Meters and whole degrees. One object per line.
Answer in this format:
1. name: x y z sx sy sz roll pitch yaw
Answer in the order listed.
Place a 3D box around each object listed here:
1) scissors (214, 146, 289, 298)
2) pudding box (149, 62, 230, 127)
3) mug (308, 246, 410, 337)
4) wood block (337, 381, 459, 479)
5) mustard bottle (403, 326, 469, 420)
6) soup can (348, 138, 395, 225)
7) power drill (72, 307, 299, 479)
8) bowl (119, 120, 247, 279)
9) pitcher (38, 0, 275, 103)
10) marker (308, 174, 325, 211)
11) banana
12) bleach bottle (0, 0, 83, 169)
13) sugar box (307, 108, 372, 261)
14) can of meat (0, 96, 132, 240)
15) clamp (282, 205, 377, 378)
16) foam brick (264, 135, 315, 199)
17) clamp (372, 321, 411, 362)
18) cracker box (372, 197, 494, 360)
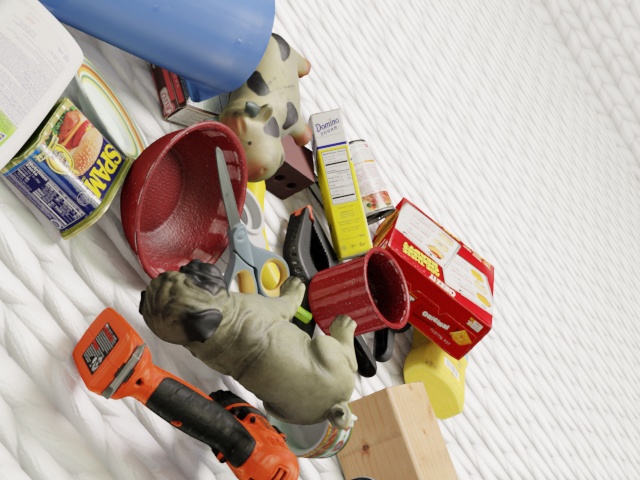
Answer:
1. scissors: -0.068 -0.006 1.058 0.096 0.016 0.202 -19 122 -41
2. pudding box: -0.138 -0.170 1.194 0.113 0.039 0.090 10 59 -55
3. mug: 0.046 0.060 1.187 0.117 0.082 0.093 -26 96 -59
4. wood block: 0.091 0.266 1.152 0.090 0.091 0.206 4 63 -59
5. mustard bottle: 0.159 0.142 1.419 0.096 0.058 0.191 50 30 -19
6. soup can: 0.049 -0.074 1.406 0.068 0.069 0.102 -3 68 -61
7. power drill: -0.114 0.131 0.891 0.187 0.057 0.185 37 -5 -23
8. bowl: -0.138 -0.040 1.008 0.161 0.055 0.162 -37 137 -44
9. pitcher: -0.171 -0.254 1.058 0.242 0.145 0.149 17 57 -36
10. marker: 0.002 -0.057 1.361 0.121 0.020 0.020 56 28 -15
11. banana: -0.067 0.002 1.166 0.069 0.037 0.198 15 51 -54
12. bleach bottle: -0.282 -0.109 0.860 0.102 0.068 0.250 45 35 -20
13. sugar box: 0.022 -0.065 1.304 0.093 0.048 0.176 119 -44 -84
14. can of meat: -0.222 -0.065 0.932 0.084 0.058 0.102 48 31 -23
15. clamp: 0.003 0.063 1.237 0.164 0.036 0.210 27 47 -50
16. foam brick: -0.050 -0.093 1.265 0.078 0.053 0.051 32 40 -44
17. clamp: 0.081 0.094 1.345 0.171 0.039 0.120 0 66 -58
18. cracker box: 0.141 0.044 1.379 0.164 0.072 0.213 38 21 -4
